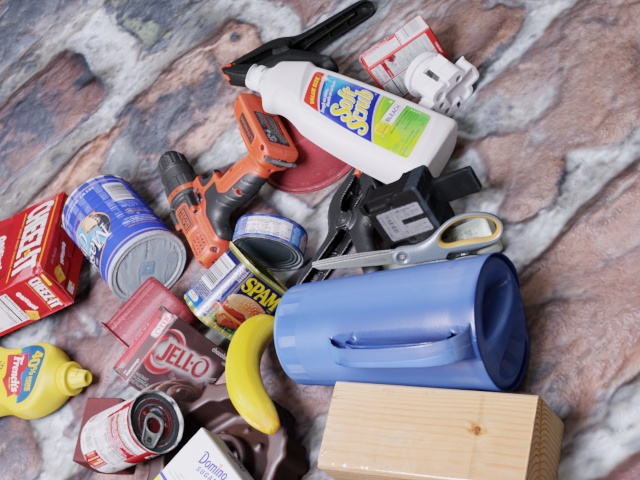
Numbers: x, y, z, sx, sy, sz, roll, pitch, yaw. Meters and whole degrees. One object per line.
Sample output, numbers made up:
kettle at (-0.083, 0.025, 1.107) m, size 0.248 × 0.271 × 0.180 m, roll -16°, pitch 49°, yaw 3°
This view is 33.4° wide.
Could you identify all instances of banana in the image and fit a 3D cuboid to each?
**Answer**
banana at (-0.068, 0.133, 1.129) m, size 0.070 × 0.037 × 0.197 m, roll -10°, pitch 32°, yaw 12°

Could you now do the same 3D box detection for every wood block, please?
wood block at (0.113, 0.196, 1.014) m, size 0.206 × 0.090 × 0.090 m, roll 0°, pitch 63°, yaw 30°

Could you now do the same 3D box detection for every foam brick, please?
foam brick at (-0.241, 0.225, 1.225) m, size 0.051 × 0.053 × 0.078 m, roll -5°, pitch 61°, yaw 27°

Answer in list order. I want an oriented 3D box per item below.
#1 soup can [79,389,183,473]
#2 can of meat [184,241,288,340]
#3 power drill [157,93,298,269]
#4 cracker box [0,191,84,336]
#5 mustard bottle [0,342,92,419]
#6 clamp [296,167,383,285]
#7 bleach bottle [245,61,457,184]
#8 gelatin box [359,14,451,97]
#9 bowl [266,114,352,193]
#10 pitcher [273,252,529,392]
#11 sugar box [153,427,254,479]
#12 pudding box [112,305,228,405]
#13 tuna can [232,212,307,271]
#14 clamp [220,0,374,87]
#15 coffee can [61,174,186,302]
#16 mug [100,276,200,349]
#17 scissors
soup can at (-0.203, 0.206, 1.141) m, size 0.102 × 0.068 × 0.068 m, roll -28°, pitch 50°, yaw 41°
can of meat at (-0.093, 0.062, 1.201) m, size 0.084 × 0.102 × 0.057 m, roll -46°, pitch 50°, yaw 3°
power drill at (-0.118, -0.086, 1.288) m, size 0.188 × 0.057 × 0.184 m, roll -49°, pitch 54°, yaw 29°
cracker box at (-0.414, 0.044, 1.388) m, size 0.214 × 0.072 × 0.164 m, roll -24°, pitch 37°, yaw 17°
mustard bottle at (-0.363, 0.174, 1.319) m, size 0.192 × 0.058 × 0.096 m, roll -6°, pitch 53°, yaw 27°
clamp at (0.027, -0.009, 1.208) m, size 0.120 × 0.039 × 0.171 m, roll -16°, pitch 48°, yaw 32°
bleach bottle at (0.024, -0.137, 1.214) m, size 0.251 × 0.068 × 0.102 m, roll 25°, pitch 64°, yaw 17°
gelatin box at (0.100, -0.214, 1.261) m, size 0.089 × 0.073 × 0.030 m, roll -34°, pitch 51°, yaw 10°
bowl at (-0.021, -0.140, 1.301) m, size 0.162 × 0.055 × 0.162 m, roll -14°, pitch 58°, yaw 23°
pitcher at (0.072, 0.090, 1.063) m, size 0.243 × 0.149 × 0.145 m, roll -7°, pitch 55°, yaw 32°
sugar box at (-0.146, 0.286, 1.075) m, size 0.176 × 0.048 × 0.093 m, roll -45°, pitch 51°, yaw 0°
pudding box at (-0.164, 0.136, 1.191) m, size 0.039 × 0.113 × 0.090 m, roll 33°, pitch 83°, yaw 41°
tuna can at (-0.058, 0.002, 1.224) m, size 0.086 × 0.086 × 0.033 m, roll -3°, pitch 61°, yaw 29°
clamp at (-0.033, -0.242, 1.363) m, size 0.210 × 0.036 × 0.164 m, roll -7°, pitch 34°, yaw 37°
coffee can at (-0.244, -0.003, 1.322) m, size 0.103 × 0.102 × 0.140 m, roll -46°, pitch 51°, yaw 0°
mug at (-0.198, 0.096, 1.259) m, size 0.081 × 0.093 × 0.117 m, roll -49°, pitch 15°, yaw -9°
scissors at (0.100, 0.031, 1.115) m, size 0.202 × 0.096 × 0.016 m, roll -21°, pitch 12°, yaw 13°
